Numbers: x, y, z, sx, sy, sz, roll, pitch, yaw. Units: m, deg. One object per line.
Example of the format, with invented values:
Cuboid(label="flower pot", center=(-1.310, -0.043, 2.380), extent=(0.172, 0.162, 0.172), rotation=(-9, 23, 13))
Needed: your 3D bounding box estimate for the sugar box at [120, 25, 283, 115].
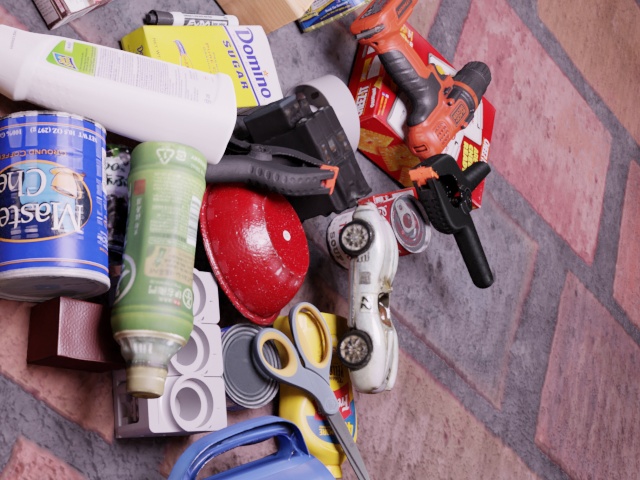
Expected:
Cuboid(label="sugar box", center=(-0.119, -0.177, 1.120), extent=(0.175, 0.048, 0.093), rotation=(-15, 89, -47))

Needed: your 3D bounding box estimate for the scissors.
Cuboid(label="scissors", center=(-0.010, 0.162, 1.070), extent=(0.096, 0.016, 0.202), rotation=(-8, 80, -29))

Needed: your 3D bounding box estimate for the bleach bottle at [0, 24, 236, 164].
Cuboid(label="bleach bottle", center=(-0.204, -0.144, 0.968), extent=(0.250, 0.068, 0.102), rotation=(16, 29, -19))

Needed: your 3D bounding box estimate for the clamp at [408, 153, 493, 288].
Cuboid(label="clamp", center=(0.160, -0.034, 1.248), extent=(0.209, 0.036, 0.164), rotation=(19, 65, -60))

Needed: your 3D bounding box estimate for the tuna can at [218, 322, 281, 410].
Cuboid(label="tuna can", center=(-0.081, 0.127, 1.069), extent=(0.086, 0.034, 0.086), rotation=(17, 65, -42))

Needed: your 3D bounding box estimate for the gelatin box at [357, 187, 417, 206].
Cuboid(label="gelatin box", center=(0.088, -0.022, 1.302), extent=(0.089, 0.030, 0.073), rotation=(-14, 89, -48))

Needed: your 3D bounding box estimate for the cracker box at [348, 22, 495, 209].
Cuboid(label="cracker box", center=(0.126, -0.153, 1.355), extent=(0.213, 0.072, 0.164), rotation=(37, 54, -35))

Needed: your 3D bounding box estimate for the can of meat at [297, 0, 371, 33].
Cuboid(label="can of meat", center=(0.003, -0.301, 1.251), extent=(0.057, 0.102, 0.084), rotation=(-44, 111, -45))

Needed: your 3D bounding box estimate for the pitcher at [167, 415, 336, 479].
Cuboid(label="pitcher", center=(-0.098, 0.261, 0.938), extent=(0.242, 0.145, 0.149), rotation=(-5, 55, -44))

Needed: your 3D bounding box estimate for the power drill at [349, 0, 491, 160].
Cuboid(label="power drill", center=(0.126, -0.214, 1.272), extent=(0.187, 0.057, 0.184), rotation=(55, 47, -20))

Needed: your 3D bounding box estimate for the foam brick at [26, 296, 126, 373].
Cuboid(label="foam brick", center=(-0.209, 0.084, 0.933), extent=(0.078, 0.051, 0.053), rotation=(17, 66, -42))

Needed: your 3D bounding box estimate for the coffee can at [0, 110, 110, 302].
Cuboid(label="coffee can", center=(-0.232, -0.026, 0.907), extent=(0.102, 0.103, 0.140), rotation=(11, 70, -45))

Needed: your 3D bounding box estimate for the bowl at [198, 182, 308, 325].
Cuboid(label="bowl", center=(-0.057, 0.001, 1.081), extent=(0.162, 0.055, 0.162), rotation=(50, 29, -41))

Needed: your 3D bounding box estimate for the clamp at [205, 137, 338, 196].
Cuboid(label="clamp", center=(-0.069, -0.072, 1.052), extent=(0.171, 0.039, 0.120), rotation=(12, 31, 1))

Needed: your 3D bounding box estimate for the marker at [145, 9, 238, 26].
Cuboid(label="marker", center=(-0.137, -0.234, 1.139), extent=(0.120, 0.020, 0.020), rotation=(-9, 84, -48))

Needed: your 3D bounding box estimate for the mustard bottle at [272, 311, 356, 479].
Cuboid(label="mustard bottle", center=(-0.003, 0.174, 1.119), extent=(0.096, 0.058, 0.191), rotation=(13, 68, -49))

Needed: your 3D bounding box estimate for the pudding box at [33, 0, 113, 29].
Cuboid(label="pudding box", center=(-0.237, -0.267, 1.030), extent=(0.113, 0.039, 0.090), rotation=(-43, 108, -47))

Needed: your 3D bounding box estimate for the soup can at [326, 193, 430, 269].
Cuboid(label="soup can", center=(0.065, -0.008, 1.218), extent=(0.068, 0.102, 0.068), rotation=(17, 65, -43))
